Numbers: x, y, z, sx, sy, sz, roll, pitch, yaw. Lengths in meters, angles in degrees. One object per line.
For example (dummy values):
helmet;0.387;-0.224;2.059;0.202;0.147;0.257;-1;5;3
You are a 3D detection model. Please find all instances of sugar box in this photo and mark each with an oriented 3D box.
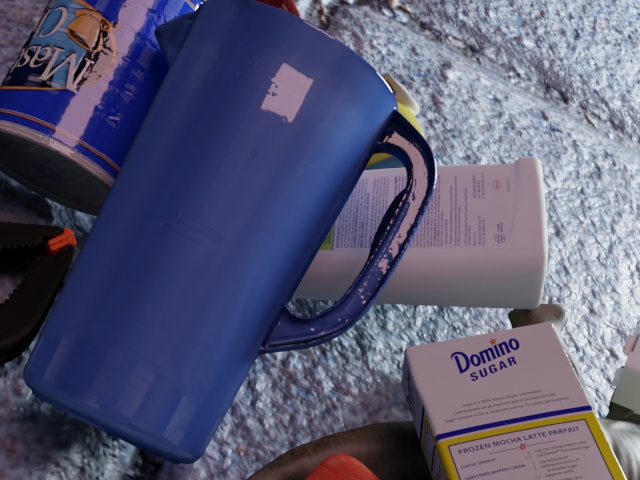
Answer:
sugar box;0.110;0.129;0.573;0.093;0.048;0.176;-9;45;-8

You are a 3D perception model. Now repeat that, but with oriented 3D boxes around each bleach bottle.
bleach bottle;0.018;-0.007;0.700;0.251;0.068;0.102;2;48;6

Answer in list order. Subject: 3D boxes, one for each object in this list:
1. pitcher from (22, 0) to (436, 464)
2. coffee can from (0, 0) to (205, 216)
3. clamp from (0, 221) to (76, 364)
pitcher;-0.054;0.001;0.601;0.144;0.149;0.242;37;74;-41
coffee can;-0.140;-0.100;0.674;0.102;0.103;0.140;27;71;-10
clamp;-0.233;0.036;0.592;0.164;0.036;0.209;46;50;8
